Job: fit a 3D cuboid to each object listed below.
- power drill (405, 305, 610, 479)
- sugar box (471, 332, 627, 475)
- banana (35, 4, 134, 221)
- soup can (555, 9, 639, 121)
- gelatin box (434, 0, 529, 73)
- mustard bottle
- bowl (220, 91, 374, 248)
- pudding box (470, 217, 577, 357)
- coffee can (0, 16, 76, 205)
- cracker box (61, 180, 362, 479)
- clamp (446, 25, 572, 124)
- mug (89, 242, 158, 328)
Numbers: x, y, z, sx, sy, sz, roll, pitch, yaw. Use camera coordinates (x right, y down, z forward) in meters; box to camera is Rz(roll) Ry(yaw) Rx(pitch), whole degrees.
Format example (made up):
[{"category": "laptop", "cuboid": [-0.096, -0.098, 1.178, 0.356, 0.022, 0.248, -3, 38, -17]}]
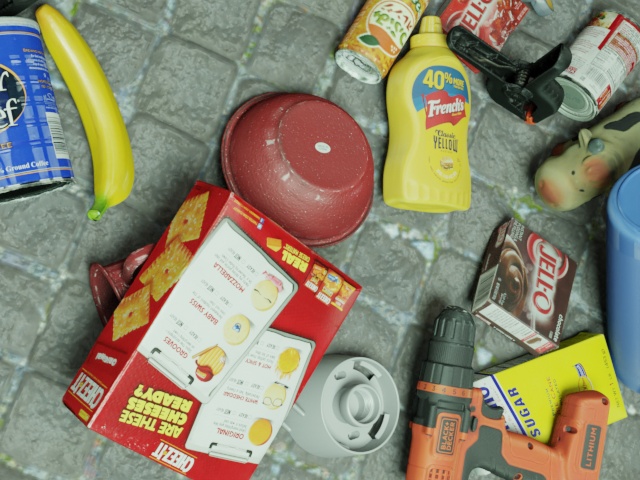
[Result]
[{"category": "power drill", "cuboid": [0.177, 0.165, 1.012, 0.187, 0.057, 0.184, 11, 87, -13]}, {"category": "sugar box", "cuboid": [0.216, 0.163, 1.076, 0.176, 0.048, 0.093, -18, 92, -21]}, {"category": "banana", "cuboid": [-0.202, -0.113, 0.947, 0.037, 0.069, 0.198, -19, 84, 13]}, {"category": "soup can", "cuboid": [0.289, -0.183, 1.121, 0.068, 0.069, 0.102, 43, 74, -11]}, {"category": "gelatin box", "cuboid": [0.162, -0.228, 1.101, 0.073, 0.030, 0.089, 39, 74, -12]}, {"category": "mustard bottle", "cuboid": [0.107, -0.126, 1.053, 0.096, 0.058, 0.191, 5, 83, -37]}, {"category": "bowl", "cuboid": [-0.009, -0.077, 0.991, 0.161, 0.055, 0.162, 10, 65, -24]}, {"category": "pudding box", "cuboid": [0.205, 0.046, 1.069, 0.090, 0.039, 0.113, 33, 55, -13]}, {"category": "coffee can", "cuboid": [-0.272, -0.105, 0.899, 0.102, 0.103, 0.140, -14, 90, -20]}, {"category": "cracker box", "cuboid": [-0.087, 0.083, 0.889, 0.164, 0.072, 0.213, 36, 82, -34]}, {"category": "clamp", "cuboid": [0.204, -0.158, 1.045, 0.171, 0.120, 0.039, 31, 82, -56]}, {"category": "mug", "cuboid": [-0.145, 0.042, 0.929, 0.081, 0.117, 0.093, -21, 55, -25]}]
